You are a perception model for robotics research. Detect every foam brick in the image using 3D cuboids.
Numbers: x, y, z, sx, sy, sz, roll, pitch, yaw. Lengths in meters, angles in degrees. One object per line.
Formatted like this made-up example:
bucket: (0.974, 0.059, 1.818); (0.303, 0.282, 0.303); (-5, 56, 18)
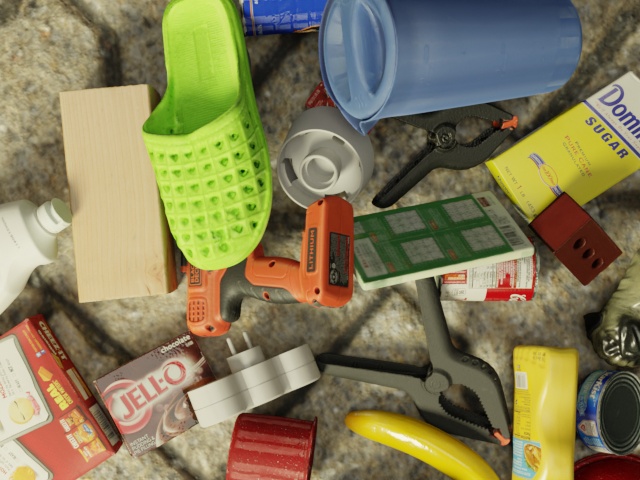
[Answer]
foam brick: (0.256, -0.001, 1.073); (0.053, 0.051, 0.078); (-44, 133, 9)

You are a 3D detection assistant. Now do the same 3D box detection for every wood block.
wood block: (-0.201, -0.047, 1.077); (0.091, 0.090, 0.206); (-6, 91, -1)

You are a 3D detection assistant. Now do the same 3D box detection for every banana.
banana: (0.118, 0.225, 1.099); (0.198, 0.037, 0.070); (35, 124, 1)

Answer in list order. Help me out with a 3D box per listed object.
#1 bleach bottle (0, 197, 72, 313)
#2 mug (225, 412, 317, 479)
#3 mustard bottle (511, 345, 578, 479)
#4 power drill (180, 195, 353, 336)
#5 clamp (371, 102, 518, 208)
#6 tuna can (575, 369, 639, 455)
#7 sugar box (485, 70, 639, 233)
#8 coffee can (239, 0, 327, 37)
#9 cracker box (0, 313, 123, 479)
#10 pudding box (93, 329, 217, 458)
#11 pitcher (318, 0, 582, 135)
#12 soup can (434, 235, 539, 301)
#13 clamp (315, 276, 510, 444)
bleach bottle: (-0.342, 0.044, 1.053); (0.251, 0.068, 0.102); (-33, 89, 16)
mug: (-0.050, 0.229, 1.089); (0.081, 0.093, 0.117); (7, 126, 3)
mustard bottle: (0.224, 0.202, 1.075); (0.058, 0.096, 0.191); (4, 85, -11)
power drill: (-0.057, 0.001, 1.056); (0.188, 0.057, 0.184); (-5, 83, 36)
clamp: (0.119, -0.097, 1.103); (0.171, 0.039, 0.120); (-4, 109, -10)
tuna can: (0.298, 0.175, 1.094); (0.085, 0.034, 0.086); (1, 88, -39)
sugar box: (0.271, -0.092, 1.108); (0.176, 0.048, 0.093); (-33, 92, 1)
coffee can: (-0.012, -0.261, 1.073); (0.140, 0.103, 0.103); (-4, 90, -1)
cracker box: (-0.334, 0.200, 1.085); (0.213, 0.072, 0.164); (-33, 91, 0)
pudding box: (-0.163, 0.157, 1.094); (0.113, 0.039, 0.090); (-28, 91, -15)
pitcher: (0.131, -0.198, 1.022); (0.242, 0.149, 0.145); (-9, 74, -29)
soup can: (0.168, 0.029, 1.095); (0.102, 0.068, 0.068); (0, 90, -1)
clamp: (0.109, 0.141, 1.099); (0.165, 0.036, 0.210); (-38, 102, 25)
